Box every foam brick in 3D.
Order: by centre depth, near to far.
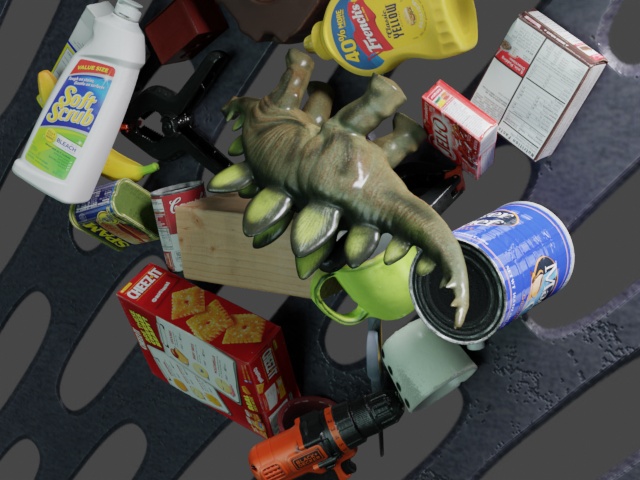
[{"bbox_3d":[-0.156,-0.247,1.237,0.078,0.052,0.051,-30,86,42],"label":"foam brick"}]

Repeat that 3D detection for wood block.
[{"bbox_3d":[-0.058,0.002,1.218,0.206,0.090,0.090,6,109,37],"label":"wood block"}]

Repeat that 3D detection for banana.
[{"bbox_3d":[-0.291,-0.132,1.351,0.198,0.037,0.070,39,112,4],"label":"banana"}]

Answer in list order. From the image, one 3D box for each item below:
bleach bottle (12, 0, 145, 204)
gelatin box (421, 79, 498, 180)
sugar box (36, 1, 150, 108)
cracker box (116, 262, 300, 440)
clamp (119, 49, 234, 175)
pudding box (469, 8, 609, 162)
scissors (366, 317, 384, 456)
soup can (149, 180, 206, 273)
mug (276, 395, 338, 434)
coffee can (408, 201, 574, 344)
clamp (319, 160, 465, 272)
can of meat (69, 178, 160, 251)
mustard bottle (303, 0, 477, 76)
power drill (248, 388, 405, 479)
[{"bbox_3d":[-0.280,-0.174,1.284,0.103,0.068,0.251,30,106,16],"label":"bleach bottle"},{"bbox_3d":[0.134,-0.105,1.034,0.073,0.030,0.089,41,168,19],"label":"gelatin box"},{"bbox_3d":[-0.292,-0.210,1.364,0.093,0.048,0.176,50,127,8],"label":"sugar box"},{"bbox_3d":[-0.132,0.135,1.303,0.214,0.072,0.164,24,146,31],"label":"cracker box"},{"bbox_3d":[-0.170,-0.152,1.291,0.210,0.036,0.164,12,114,39],"label":"clamp"},{"bbox_3d":[0.199,-0.144,0.994,0.090,0.039,0.114,41,129,20],"label":"pudding box"},{"bbox_3d":[0.063,0.167,1.187,0.016,0.096,0.202,-1,104,7],"label":"scissors"},{"bbox_3d":[-0.166,-0.016,1.315,0.069,0.068,0.102,-3,104,40],"label":"soup can"},{"bbox_3d":[-0.019,0.250,1.259,0.093,0.117,0.081,31,127,26],"label":"mug"},{"bbox_3d":[0.164,0.028,1.013,0.103,0.140,0.103,14,114,35],"label":"coffee can"},{"bbox_3d":[0.063,-0.029,1.080,0.171,0.039,0.120,-12,58,13],"label":"clamp"},{"bbox_3d":[-0.253,-0.033,1.362,0.084,0.102,0.057,-12,57,38],"label":"can of meat"},{"bbox_3d":[0.060,-0.216,1.068,0.192,0.058,0.096,-7,105,41],"label":"mustard bottle"},{"bbox_3d":[0.037,0.260,1.192,0.184,0.057,0.187,-25,119,10],"label":"power drill"}]
